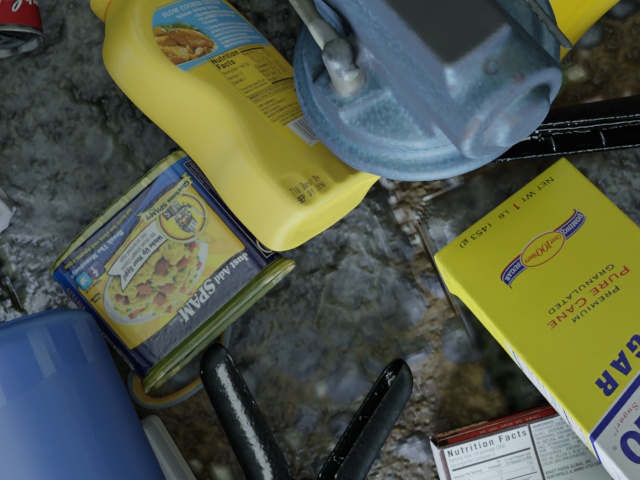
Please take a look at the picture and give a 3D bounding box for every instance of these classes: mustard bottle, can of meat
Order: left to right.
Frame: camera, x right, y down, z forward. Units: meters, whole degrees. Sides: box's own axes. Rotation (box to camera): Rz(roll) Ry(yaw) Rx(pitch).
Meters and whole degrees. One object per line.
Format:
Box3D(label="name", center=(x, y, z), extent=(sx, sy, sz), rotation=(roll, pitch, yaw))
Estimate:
Box3D(label="can of meat", center=(-0.078, 0.015, 0.560), extent=(0.102, 0.057, 0.084), rotation=(-42, 87, -1))
Box3D(label="mustard bottle", center=(-0.057, -0.084, 0.558), extent=(0.192, 0.096, 0.058), rotation=(47, 128, 9))

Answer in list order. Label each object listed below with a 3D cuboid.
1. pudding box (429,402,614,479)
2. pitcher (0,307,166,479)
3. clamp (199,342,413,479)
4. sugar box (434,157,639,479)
Box3D(label="pudding box", center=(0.118, 0.150, 0.586), extent=(0.090, 0.039, 0.113), rotation=(-15, 88, 0))
Box3D(label="pitcher", center=(-0.123, 0.163, 0.483), extent=(0.149, 0.145, 0.243), rotation=(-20, 86, -27))
Box3D(label="clamp", center=(0.001, 0.136, 0.565), extent=(0.120, 0.039, 0.171), rotation=(-3, 82, -16))
Box3D(label="sugar box", center=(0.145, 0.045, 0.538), extent=(0.093, 0.048, 0.176), rotation=(-38, 51, -1))
